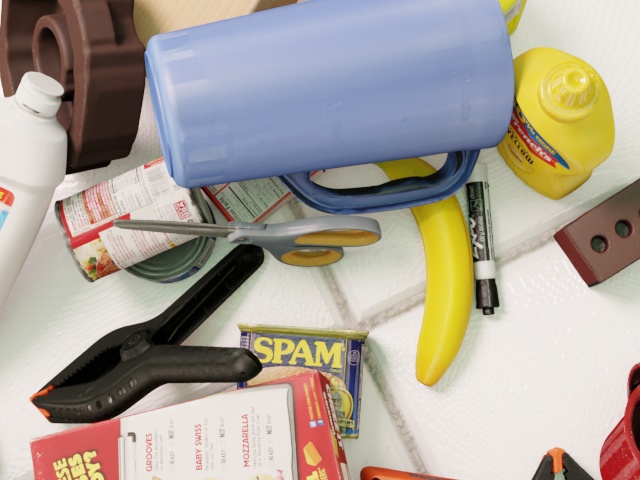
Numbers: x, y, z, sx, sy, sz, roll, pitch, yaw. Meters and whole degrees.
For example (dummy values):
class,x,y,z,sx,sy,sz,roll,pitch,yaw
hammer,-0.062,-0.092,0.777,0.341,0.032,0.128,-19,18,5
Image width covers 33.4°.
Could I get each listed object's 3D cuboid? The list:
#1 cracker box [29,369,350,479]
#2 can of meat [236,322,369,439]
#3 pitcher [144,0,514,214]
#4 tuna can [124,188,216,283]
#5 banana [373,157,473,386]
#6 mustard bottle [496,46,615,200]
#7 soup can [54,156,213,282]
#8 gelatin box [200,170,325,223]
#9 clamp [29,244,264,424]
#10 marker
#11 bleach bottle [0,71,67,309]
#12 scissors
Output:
class,x,y,z,sx,sy,sz,roll,pitch,yaw
cracker box,-0.082,0.197,0.752,0.214,0.072,0.164,-15,74,6
can of meat,-0.016,0.108,0.825,0.102,0.057,0.084,3,85,5
pitcher,0.006,-0.101,0.760,0.242,0.145,0.149,-12,75,-10
tuna can,-0.127,-0.008,0.858,0.086,0.034,0.086,-1,82,4
banana,0.086,0.012,0.843,0.070,0.037,0.198,-18,80,19
mustard bottle,0.168,-0.089,0.770,0.058,0.191,0.096,-33,82,-2
soup can,-0.140,-0.019,0.808,0.102,0.068,0.068,-23,81,0
gelatin box,-0.053,-0.058,0.863,0.089,0.030,0.073,-40,83,-2
clamp,-0.128,0.081,0.821,0.210,0.164,0.036,-24,117,19
marker,0.128,-0.001,0.848,0.020,0.020,0.121,-5,82,3
bleach bottle,-0.261,-0.019,0.798,0.102,0.068,0.251,36,114,8
scissors,-0.055,0.001,0.806,0.201,0.096,0.016,-1,70,-12
